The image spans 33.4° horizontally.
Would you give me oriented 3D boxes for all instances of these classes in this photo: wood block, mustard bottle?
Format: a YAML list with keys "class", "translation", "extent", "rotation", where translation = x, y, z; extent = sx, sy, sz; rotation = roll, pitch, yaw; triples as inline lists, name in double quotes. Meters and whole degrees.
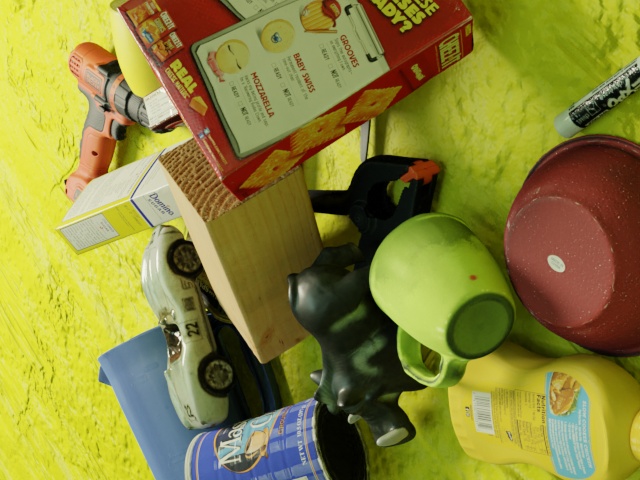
- class: "wood block"
  translation: [-0.055, 0.001, 0.919]
  extent: [0.091, 0.090, 0.206]
  rotation: [49, 165, 37]
- class: "mustard bottle"
  translation: [0.181, 0.128, 0.775]
  extent: [0.192, 0.058, 0.096]
  rotation: [5, 104, 50]

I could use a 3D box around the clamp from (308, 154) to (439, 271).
- class: "clamp"
  translation: [0.037, -0.028, 0.915]
  extent: [0.120, 0.039, 0.172]
  rotation: [50, 136, 13]

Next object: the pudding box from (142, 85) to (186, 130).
- class: "pudding box"
  translation: [-0.101, -0.138, 1.006]
  extent: [0.114, 0.089, 0.039]
  rotation: [-21, 85, 50]

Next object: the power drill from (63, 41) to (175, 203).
- class: "power drill"
  translation: [-0.225, -0.108, 1.193]
  extent: [0.185, 0.057, 0.188]
  rotation: [38, 126, 37]

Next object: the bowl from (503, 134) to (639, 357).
- class: "bowl"
  translation: [0.182, 0.010, 0.742]
  extent: [0.162, 0.055, 0.162]
  rotation: [19, 115, 46]

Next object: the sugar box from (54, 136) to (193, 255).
- class: "sugar box"
  translation: [-0.180, -0.048, 1.088]
  extent: [0.177, 0.093, 0.048]
  rotation: [-15, 122, 33]

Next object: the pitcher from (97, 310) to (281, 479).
- class: "pitcher"
  translation: [-0.119, 0.198, 1.114]
  extent: [0.243, 0.144, 0.149]
  rotation: [66, 152, 6]

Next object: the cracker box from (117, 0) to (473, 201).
- class: "cracker box"
  translation: [-0.018, -0.156, 0.800]
  extent: [0.164, 0.213, 0.072]
  rotation: [58, -179, 15]

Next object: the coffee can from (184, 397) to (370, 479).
- class: "coffee can"
  translation: [-0.039, 0.210, 0.986]
  extent: [0.140, 0.102, 0.103]
  rotation: [-21, 84, 22]
